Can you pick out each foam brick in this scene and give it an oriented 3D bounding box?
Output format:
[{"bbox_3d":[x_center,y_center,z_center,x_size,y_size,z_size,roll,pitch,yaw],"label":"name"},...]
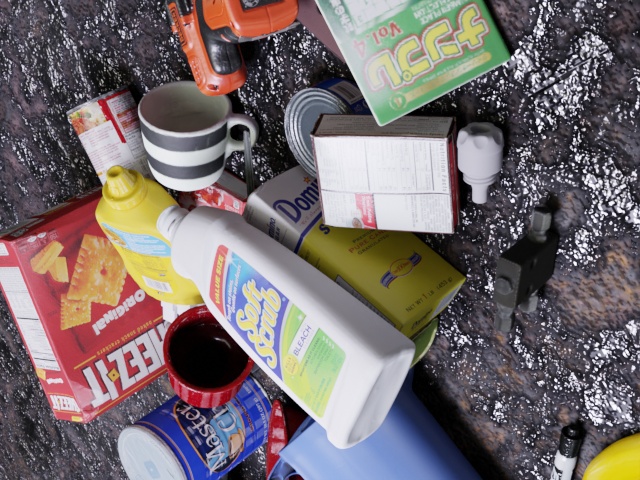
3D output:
[{"bbox_3d":[0.017,-0.187,0.823,0.078,0.051,0.053,45,137,15],"label":"foam brick"}]

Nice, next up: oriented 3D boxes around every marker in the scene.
[{"bbox_3d":[0.204,0.203,0.905,0.020,0.020,0.121,27,130,31],"label":"marker"}]

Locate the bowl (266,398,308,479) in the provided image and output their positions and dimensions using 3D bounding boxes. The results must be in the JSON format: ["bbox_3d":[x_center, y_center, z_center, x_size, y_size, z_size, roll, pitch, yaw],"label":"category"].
[{"bbox_3d":[-0.019,0.242,1.087,0.162,0.055,0.162,-179,90,-81],"label":"bowl"}]

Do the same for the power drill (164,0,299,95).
[{"bbox_3d":[-0.086,-0.217,0.863,0.184,0.057,0.188,71,162,-6],"label":"power drill"}]

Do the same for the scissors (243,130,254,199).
[{"bbox_3d":[-0.056,0.001,0.964,0.202,0.016,0.096,95,160,-54],"label":"scissors"}]

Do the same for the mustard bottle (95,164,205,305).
[{"bbox_3d":[-0.169,-0.009,1.054,0.096,0.058,0.191,16,151,24],"label":"mustard bottle"}]

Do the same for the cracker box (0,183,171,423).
[{"bbox_3d":[-0.241,0.063,1.147,0.072,0.163,0.213,-1,113,47],"label":"cracker box"}]

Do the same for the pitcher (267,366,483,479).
[{"bbox_3d":[0.078,0.242,0.966,0.243,0.144,0.149,49,136,6],"label":"pitcher"}]

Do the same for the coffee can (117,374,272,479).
[{"bbox_3d":[-0.131,0.210,1.147,0.103,0.140,0.103,24,129,33],"label":"coffee can"}]

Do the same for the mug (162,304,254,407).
[{"bbox_3d":[-0.111,0.112,1.094,0.093,0.117,0.081,19,155,0],"label":"mug"}]

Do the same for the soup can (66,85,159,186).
[{"bbox_3d":[-0.204,-0.098,1.085,0.069,0.068,0.102,-15,104,48],"label":"soup can"}]

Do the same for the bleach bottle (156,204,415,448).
[{"bbox_3d":[-0.044,0.054,0.877,0.251,0.067,0.103,36,120,26],"label":"bleach bottle"}]

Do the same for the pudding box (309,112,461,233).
[{"bbox_3d":[0.053,-0.053,0.847,0.114,0.039,0.090,3,125,15],"label":"pudding box"}]

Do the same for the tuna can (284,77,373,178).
[{"bbox_3d":[0.012,-0.093,0.900,0.086,0.033,0.086,24,129,33],"label":"tuna can"}]

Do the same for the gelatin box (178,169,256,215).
[{"bbox_3d":[-0.101,-0.032,1.051,0.089,0.030,0.073,32,134,27],"label":"gelatin box"}]

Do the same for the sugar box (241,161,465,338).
[{"bbox_3d":[0.026,0.007,0.903,0.176,0.093,0.048,42,136,17],"label":"sugar box"}]
